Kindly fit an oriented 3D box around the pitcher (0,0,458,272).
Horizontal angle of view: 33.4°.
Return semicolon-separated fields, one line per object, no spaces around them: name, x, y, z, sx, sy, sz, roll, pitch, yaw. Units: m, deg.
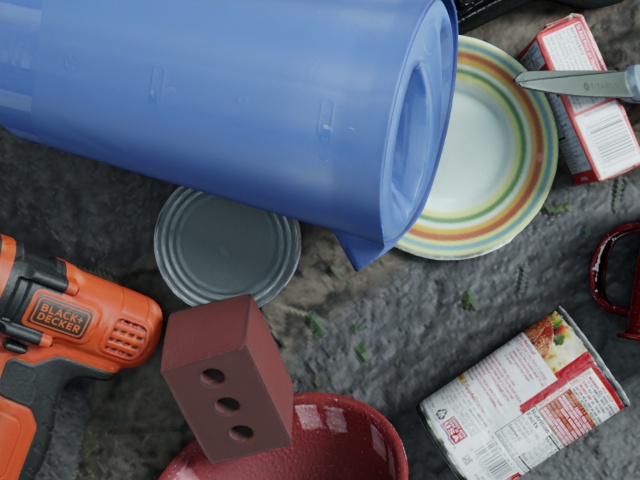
pitcher;-0.052;-0.096;0.575;0.243;0.145;0.149;14;60;16

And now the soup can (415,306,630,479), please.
soup can;0.115;0.094;0.611;0.102;0.068;0.068;-35;89;5

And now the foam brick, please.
foam brick;-0.052;0.079;0.615;0.053;0.051;0.078;-16;121;12

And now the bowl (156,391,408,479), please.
bowl;-0.020;0.162;0.601;0.162;0.162;0.055;-21;123;5

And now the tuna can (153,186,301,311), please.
tuna can;-0.054;0.001;0.639;0.086;0.033;0.086;0;92;5

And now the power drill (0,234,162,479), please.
power drill;-0.205;0.086;0.611;0.184;0.057;0.188;24;99;-27
